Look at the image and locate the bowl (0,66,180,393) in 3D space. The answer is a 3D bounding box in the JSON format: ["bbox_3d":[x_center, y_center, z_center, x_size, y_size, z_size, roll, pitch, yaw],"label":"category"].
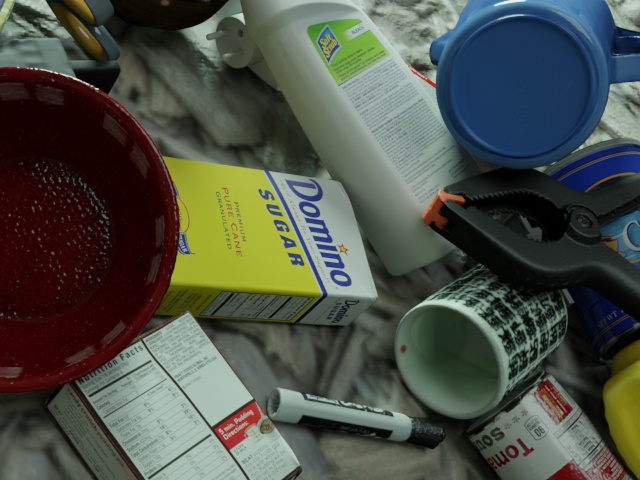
[{"bbox_3d":[-0.152,-0.004,0.546,0.162,0.055,0.162,1,84,-5],"label":"bowl"}]

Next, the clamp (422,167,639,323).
[{"bbox_3d":[0.171,0.006,0.697,0.209,0.036,0.164,6,51,-19],"label":"clamp"}]

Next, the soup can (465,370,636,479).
[{"bbox_3d":[0.150,0.142,0.677,0.068,0.069,0.102,-30,78,-45],"label":"soup can"}]

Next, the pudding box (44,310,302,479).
[{"bbox_3d":[-0.076,0.104,0.565,0.089,0.039,0.113,-29,76,-44],"label":"pudding box"}]

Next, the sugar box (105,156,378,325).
[{"bbox_3d":[-0.054,0.000,0.652,0.175,0.048,0.093,4,57,-33],"label":"sugar box"}]

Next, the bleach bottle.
[{"bbox_3d":[0.024,-0.105,0.732,0.102,0.068,0.251,-36,97,-42],"label":"bleach bottle"}]

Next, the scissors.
[{"bbox_3d":[-0.192,-0.178,0.696,0.016,0.096,0.202,-42,55,-16],"label":"scissors"}]

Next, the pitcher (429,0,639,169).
[{"bbox_3d":[0.160,-0.127,0.767,0.145,0.149,0.242,45,21,-3],"label":"pitcher"}]

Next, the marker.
[{"bbox_3d":[0.025,0.109,0.647,0.121,0.020,0.020,16,51,-27],"label":"marker"}]
